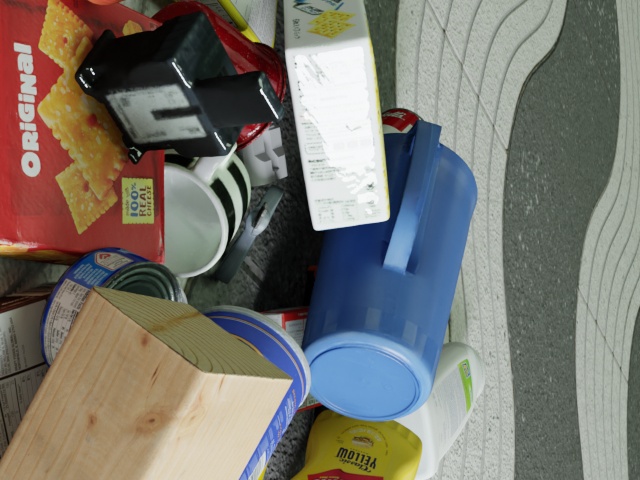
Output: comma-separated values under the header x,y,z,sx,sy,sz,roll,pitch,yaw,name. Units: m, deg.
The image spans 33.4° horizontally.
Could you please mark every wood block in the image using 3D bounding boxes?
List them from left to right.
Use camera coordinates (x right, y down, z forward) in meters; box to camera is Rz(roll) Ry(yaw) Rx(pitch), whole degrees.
x,y,z,sx,sy,sz,roll,pitch,yaw,name
-0.116,0.139,0.579,0.090,0.090,0.206,19,101,-59,wood block

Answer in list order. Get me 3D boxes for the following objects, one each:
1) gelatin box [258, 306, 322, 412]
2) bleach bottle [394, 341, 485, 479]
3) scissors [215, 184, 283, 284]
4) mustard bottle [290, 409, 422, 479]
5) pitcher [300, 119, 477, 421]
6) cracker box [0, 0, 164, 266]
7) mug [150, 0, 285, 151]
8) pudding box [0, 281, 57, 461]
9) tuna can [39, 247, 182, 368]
x,y,z,sx,sy,sz,roll,pitch,yaw,name
-0.025,0.103,0.917,0.073,0.030,0.089,-2,90,-63,gelatin box
0.132,0.175,1.171,0.250,0.068,0.102,-18,102,-64,bleach bottle
-0.055,0.001,0.779,0.096,0.016,0.201,-59,-177,9,scissors
0.016,0.212,0.848,0.191,0.096,0.058,-58,161,-58,mustard bottle
0.058,0.022,0.907,0.149,0.145,0.242,52,35,-31,pitcher
-0.176,-0.074,0.613,0.213,0.072,0.164,13,74,-60,cracker box
-0.077,-0.115,0.767,0.081,0.117,0.093,31,92,-51,mug
-0.174,0.078,0.632,0.113,0.039,0.090,-20,105,-59,pudding box
-0.122,0.048,0.624,0.086,0.034,0.086,-35,136,-44,tuna can
